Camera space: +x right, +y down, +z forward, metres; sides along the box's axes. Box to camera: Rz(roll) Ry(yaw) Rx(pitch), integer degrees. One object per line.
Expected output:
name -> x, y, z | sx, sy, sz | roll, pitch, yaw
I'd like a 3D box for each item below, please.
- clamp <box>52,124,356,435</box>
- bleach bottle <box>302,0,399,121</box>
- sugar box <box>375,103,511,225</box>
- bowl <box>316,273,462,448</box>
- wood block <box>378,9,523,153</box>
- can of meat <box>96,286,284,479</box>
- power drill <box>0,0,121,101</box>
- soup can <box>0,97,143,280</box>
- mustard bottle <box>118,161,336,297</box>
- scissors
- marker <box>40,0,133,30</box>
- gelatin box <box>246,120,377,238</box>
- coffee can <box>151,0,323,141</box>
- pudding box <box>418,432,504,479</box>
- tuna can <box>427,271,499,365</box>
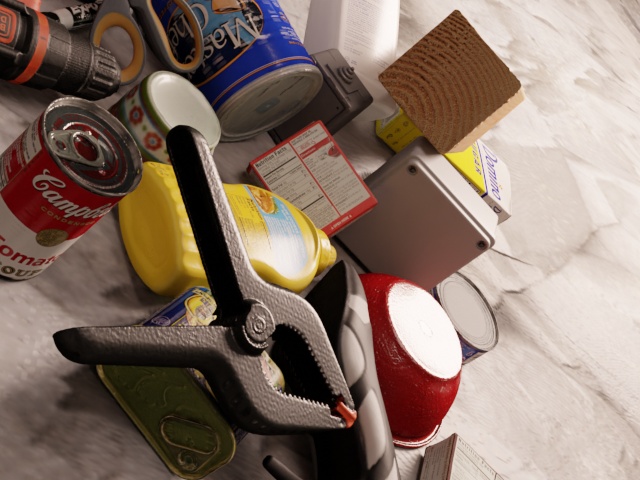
clamp -> -0.055, 0.057, 0.626 | 0.210, 0.036, 0.164 | 52, 47, -24
bleach bottle -> 0.041, -0.252, 1.054 | 0.102, 0.068, 0.251 | 19, 74, -41
sugar box -> 0.135, -0.096, 1.151 | 0.176, 0.048, 0.093 | 37, 35, -23
bowl -> 0.066, 0.085, 0.872 | 0.162, 0.055, 0.162 | 34, 36, -29
wood block -> 0.128, -0.141, 0.991 | 0.090, 0.091, 0.206 | 50, 12, 4
can of meat -> -0.079, 0.087, 0.680 | 0.102, 0.058, 0.083 | 52, 29, -1
power drill -> -0.206, -0.201, 0.732 | 0.184, 0.057, 0.187 | 18, 71, -46
soup can -> -0.164, -0.029, 0.637 | 0.068, 0.102, 0.068 | 33, 37, -29
mustard bottle -> -0.056, 0.001, 0.791 | 0.191, 0.058, 0.096 | 10, 47, -48
scissors -> -0.165, -0.205, 0.807 | 0.201, 0.096, 0.016 | 56, -7, -16
marker -> -0.188, -0.174, 0.829 | 0.020, 0.020, 0.121 | 54, 32, 1
gelatin box -> -0.008, -0.045, 0.891 | 0.073, 0.030, 0.089 | -34, 85, -15
coffee can -> -0.075, -0.168, 0.890 | 0.102, 0.103, 0.140 | -10, 67, -56
pudding box -> 0.114, 0.218, 0.820 | 0.090, 0.039, 0.113 | 44, 31, -14
tuna can -> 0.124, 0.071, 0.982 | 0.086, 0.034, 0.086 | 33, 37, -29
